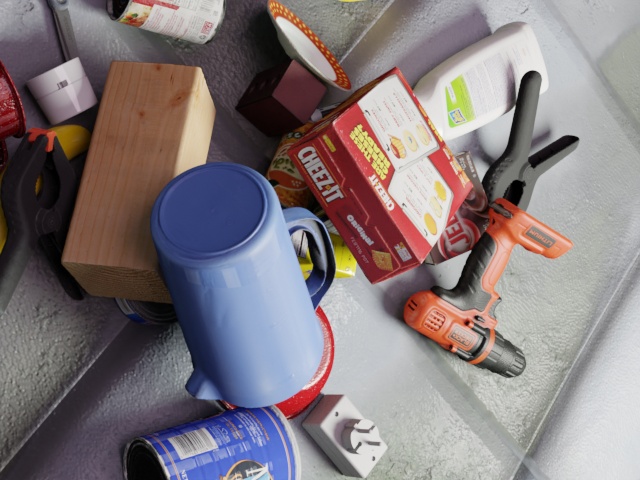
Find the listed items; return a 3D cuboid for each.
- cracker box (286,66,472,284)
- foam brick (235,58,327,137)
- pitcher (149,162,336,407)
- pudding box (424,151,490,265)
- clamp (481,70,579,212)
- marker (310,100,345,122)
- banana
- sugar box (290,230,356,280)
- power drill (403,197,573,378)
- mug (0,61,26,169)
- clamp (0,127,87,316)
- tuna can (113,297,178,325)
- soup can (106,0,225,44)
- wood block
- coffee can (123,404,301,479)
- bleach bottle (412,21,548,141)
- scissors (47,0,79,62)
[{"bbox_3d":[0.067,-0.073,1.118,0.164,0.072,0.213,56,31,-9],"label":"cracker box"},{"bbox_3d":[-0.042,-0.151,1.137,0.051,0.078,0.053,41,63,-24],"label":"foam brick"},{"bbox_3d":[-0.067,0.034,0.963,0.145,0.243,0.149,0,56,7],"label":"pitcher"},{"bbox_3d":[0.150,-0.038,1.259,0.090,0.039,0.113,-23,95,-14],"label":"pudding box"},{"bbox_3d":[0.242,-0.095,1.317,0.210,0.036,0.164,-55,137,-15],"label":"clamp"},{"bbox_3d":[0.031,-0.152,1.222,0.120,0.020,0.020,-21,95,-34],"label":"marker"},{"bbox_3d":[-0.269,-0.044,0.994,0.069,0.037,0.197,44,62,-21],"label":"banana"},{"bbox_3d":[-0.057,0.002,1.096,0.176,0.094,0.048,14,77,-31],"label":"sugar box"},{"bbox_3d":[0.211,0.059,1.247,0.184,0.057,0.188,30,96,-29],"label":"power drill"},{"bbox_3d":[-0.317,-0.107,0.946,0.081,0.093,0.117,-30,126,-28],"label":"mug"},{"bbox_3d":[-0.259,-0.011,0.952,0.120,0.039,0.171,-32,123,-59],"label":"clamp"},{"bbox_3d":[-0.163,0.041,1.056,0.086,0.034,0.086,5,80,-33],"label":"tuna can"},{"bbox_3d":[-0.155,-0.243,1.079,0.102,0.069,0.068,10,78,-33],"label":"soup can"},{"bbox_3d":[-0.166,-0.055,1.001,0.090,0.091,0.206,5,69,8],"label":"wood block"},{"bbox_3d":[-0.104,0.221,1.028,0.140,0.103,0.103,-12,90,-34],"label":"coffee can"},{"bbox_3d":[0.165,-0.181,1.291,0.250,0.068,0.102,-27,101,-31],"label":"bleach bottle"},{"bbox_3d":[-0.245,-0.250,1.051,0.096,0.016,0.202,-33,102,-33],"label":"scissors"}]
